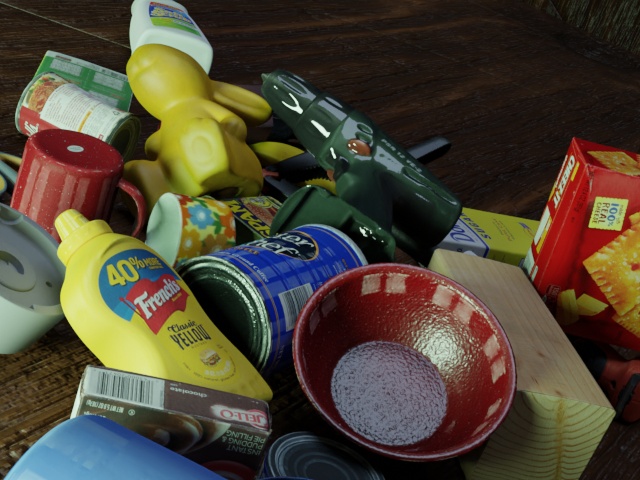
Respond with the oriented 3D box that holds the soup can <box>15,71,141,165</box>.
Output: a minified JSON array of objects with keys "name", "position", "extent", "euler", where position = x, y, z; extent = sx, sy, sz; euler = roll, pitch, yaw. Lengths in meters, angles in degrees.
[{"name":"soup can","position":[-0.234,-0.113,1.039],"extent":[0.102,0.069,0.068],"euler":[27,25,12]}]

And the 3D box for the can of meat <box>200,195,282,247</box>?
[{"name":"can of meat","position":[-0.056,0.001,0.961],"extent":[0.102,0.057,0.083],"euler":[37,27,32]}]

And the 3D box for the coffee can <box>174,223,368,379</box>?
[{"name":"coffee can","position":[-0.038,0.049,0.819],"extent":[0.103,0.103,0.140],"euler":[33,27,25]}]

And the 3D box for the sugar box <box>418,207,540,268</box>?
[{"name":"sugar box","position":[0.179,0.004,1.155],"extent":[0.176,0.048,0.093],"euler":[11,27,-23]}]

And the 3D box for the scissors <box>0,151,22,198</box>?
[{"name":"scissors","position":[-0.330,-0.082,0.963],"extent":[0.202,0.016,0.096],"euler":[29,25,17]}]

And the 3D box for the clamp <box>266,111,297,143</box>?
[{"name":"clamp","position":[-0.060,-0.148,1.286],"extent":[0.171,0.039,0.120],"euler":[-4,30,-42]}]

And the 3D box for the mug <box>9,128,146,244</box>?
[{"name":"mug","position":[-0.201,-0.036,0.890],"extent":[0.117,0.082,0.093],"euler":[22,24,1]}]

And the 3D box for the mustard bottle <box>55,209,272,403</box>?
[{"name":"mustard bottle","position":[-0.121,0.054,0.729],"extent":[0.192,0.058,0.096],"euler":[50,31,15]}]

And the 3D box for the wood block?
[{"name":"wood block","position":[0.145,0.102,0.870],"extent":[0.090,0.091,0.206],"euler":[13,25,-18]}]

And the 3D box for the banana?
[{"name":"banana","position":[-0.019,-0.059,1.145],"extent":[0.069,0.037,0.198],"euler":[-28,44,-23]}]

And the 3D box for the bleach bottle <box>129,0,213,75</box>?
[{"name":"bleach bottle","position":[-0.212,-0.278,1.408],"extent":[0.102,0.068,0.251],"euler":[11,24,-23]}]

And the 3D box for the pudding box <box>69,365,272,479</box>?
[{"name":"pudding box","position":[-0.094,0.127,0.627],"extent":[0.113,0.090,0.039],"euler":[15,23,-11]}]

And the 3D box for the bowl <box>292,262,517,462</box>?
[{"name":"bowl","position":[0.056,0.096,0.767],"extent":[0.162,0.055,0.162],"euler":[6,52,-8]}]

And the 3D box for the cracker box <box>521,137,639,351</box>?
[{"name":"cracker box","position":[0.299,0.017,0.941],"extent":[0.213,0.164,0.072],"euler":[14,27,-4]}]

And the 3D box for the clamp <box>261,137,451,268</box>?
[{"name":"clamp","position":[0.043,-0.039,1.068],"extent":[0.209,0.036,0.164],"euler":[2,57,-12]}]

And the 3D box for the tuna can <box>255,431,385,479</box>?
[{"name":"tuna can","position":[0.000,0.164,0.695],"extent":[0.086,0.034,0.086],"euler":[17,25,-8]}]
